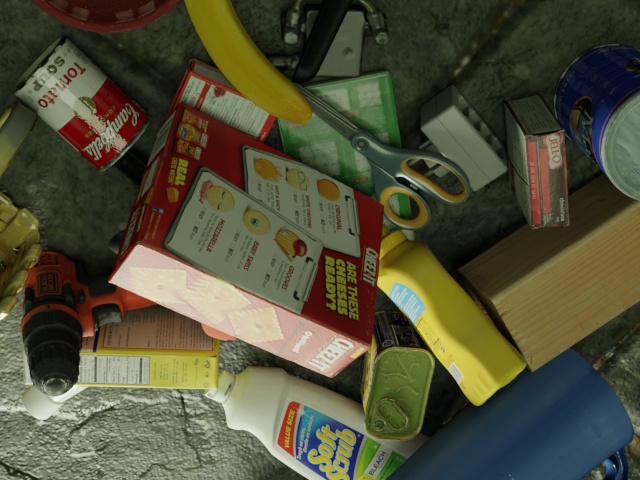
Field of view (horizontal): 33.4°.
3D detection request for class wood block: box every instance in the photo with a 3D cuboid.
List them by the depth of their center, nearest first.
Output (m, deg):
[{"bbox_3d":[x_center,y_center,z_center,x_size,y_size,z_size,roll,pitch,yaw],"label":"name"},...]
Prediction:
[{"bbox_3d":[0.246,0.018,0.994,0.206,0.090,0.090,-33,112,-2],"label":"wood block"}]

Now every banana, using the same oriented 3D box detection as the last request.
[{"bbox_3d":[-0.072,-0.182,0.902,0.070,0.037,0.198,-17,100,30],"label":"banana"}]

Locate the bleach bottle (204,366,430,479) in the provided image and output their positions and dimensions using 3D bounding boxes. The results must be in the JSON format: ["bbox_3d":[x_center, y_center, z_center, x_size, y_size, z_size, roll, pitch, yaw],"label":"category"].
[{"bbox_3d":[-0.004,0.201,1.084,0.250,0.068,0.103,27,105,-14],"label":"bleach bottle"}]

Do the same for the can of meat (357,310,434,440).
[{"bbox_3d":[0.071,0.130,1.047,0.057,0.084,0.102,5,113,-8],"label":"can of meat"}]

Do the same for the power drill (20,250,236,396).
[{"bbox_3d":[-0.171,0.063,0.950,0.187,0.184,0.057,-5,125,-13],"label":"power drill"}]

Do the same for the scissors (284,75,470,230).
[{"bbox_3d":[0.038,-0.072,0.971,0.201,0.016,0.096,24,129,-2],"label":"scissors"}]

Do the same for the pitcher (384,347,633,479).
[{"bbox_3d":[0.177,0.222,1.029,0.242,0.149,0.145,-37,144,-11],"label":"pitcher"}]

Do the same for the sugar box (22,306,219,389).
[{"bbox_3d":[-0.183,0.099,1.004,0.176,0.093,0.048,0,114,-5],"label":"sugar box"}]

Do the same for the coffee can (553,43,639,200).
[{"bbox_3d":[0.274,-0.106,0.933,0.102,0.140,0.103,-2,114,-5],"label":"coffee can"}]

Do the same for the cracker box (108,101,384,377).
[{"bbox_3d":[-0.056,0.001,0.910,0.213,0.164,0.072,26,136,-19],"label":"cracker box"}]

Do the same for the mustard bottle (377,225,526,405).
[{"bbox_3d":[0.105,0.059,0.981,0.058,0.096,0.192,-37,76,-11],"label":"mustard bottle"}]

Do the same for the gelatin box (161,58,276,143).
[{"bbox_3d":[-0.089,-0.110,0.950,0.089,0.030,0.073,21,122,-14],"label":"gelatin box"}]

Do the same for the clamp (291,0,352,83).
[{"bbox_3d":[0.015,-0.253,0.878,0.210,0.036,0.164,-38,97,-8],"label":"clamp"}]

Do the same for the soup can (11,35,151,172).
[{"bbox_3d":[-0.205,-0.118,0.920,0.068,0.068,0.102,-41,110,12],"label":"soup can"}]

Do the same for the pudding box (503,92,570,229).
[{"bbox_3d":[0.193,-0.072,0.955,0.039,0.113,0.090,-7,114,1],"label":"pudding box"}]
